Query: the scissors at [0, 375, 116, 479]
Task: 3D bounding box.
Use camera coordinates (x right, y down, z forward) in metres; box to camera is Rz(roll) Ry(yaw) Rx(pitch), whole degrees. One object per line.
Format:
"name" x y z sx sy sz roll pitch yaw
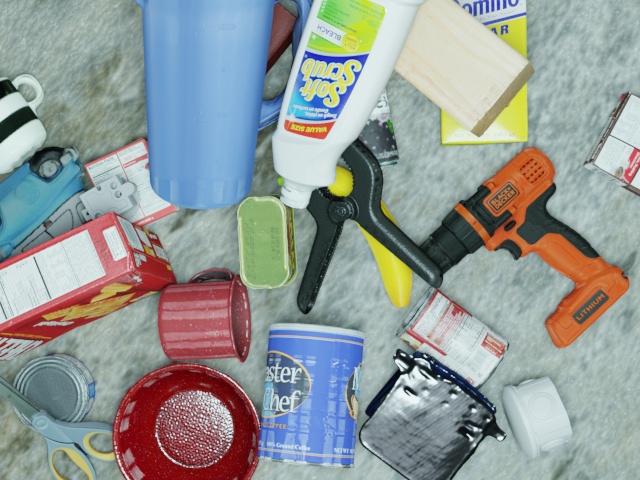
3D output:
"scissors" -0.277 0.188 1.138 0.096 0.016 0.201 -23 121 -5

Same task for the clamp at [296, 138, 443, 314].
"clamp" 0.038 -0.030 1.111 0.165 0.036 0.210 -6 99 21

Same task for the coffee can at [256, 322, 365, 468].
"coffee can" -0.010 0.161 1.113 0.103 0.103 0.140 5 81 3

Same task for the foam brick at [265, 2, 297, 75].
"foam brick" -0.063 -0.218 1.143 0.051 0.053 0.078 40 93 1

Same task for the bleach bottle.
"bleach bottle" 0.017 -0.144 1.039 0.103 0.068 0.251 28 115 19

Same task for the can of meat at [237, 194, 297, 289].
"can of meat" -0.057 0.001 1.133 0.057 0.084 0.102 -3 91 3

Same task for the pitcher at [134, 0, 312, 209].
"pitcher" -0.106 -0.158 1.075 0.149 0.144 0.243 23 124 27

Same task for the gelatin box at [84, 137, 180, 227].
"gelatin box" -0.205 -0.058 1.167 0.073 0.030 0.089 -24 91 5

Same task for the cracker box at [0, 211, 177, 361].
"cracker box" -0.272 0.055 1.103 0.214 0.164 0.072 -25 81 3

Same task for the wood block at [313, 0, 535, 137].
"wood block" 0.106 -0.205 1.077 0.206 0.090 0.090 42 102 11

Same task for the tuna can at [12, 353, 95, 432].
"tuna can" -0.293 0.168 1.175 0.086 0.033 0.086 0 92 3

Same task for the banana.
"banana" 0.044 -0.018 1.154 0.198 0.037 0.070 47 112 2

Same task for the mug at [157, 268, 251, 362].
"mug" -0.122 0.076 1.135 0.081 0.093 0.117 -4 48 9

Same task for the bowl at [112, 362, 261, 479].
"bowl" -0.141 0.209 1.158 0.162 0.055 0.162 0 92 3

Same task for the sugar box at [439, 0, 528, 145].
"sugar box" 0.172 -0.190 1.135 0.093 0.048 0.176 -2 93 5

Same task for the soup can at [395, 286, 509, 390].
"soup can" 0.141 0.105 1.134 0.102 0.068 0.068 37 93 1

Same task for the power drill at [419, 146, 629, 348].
"power drill" 0.217 0.022 1.132 0.184 0.057 0.187 -43 89 3
